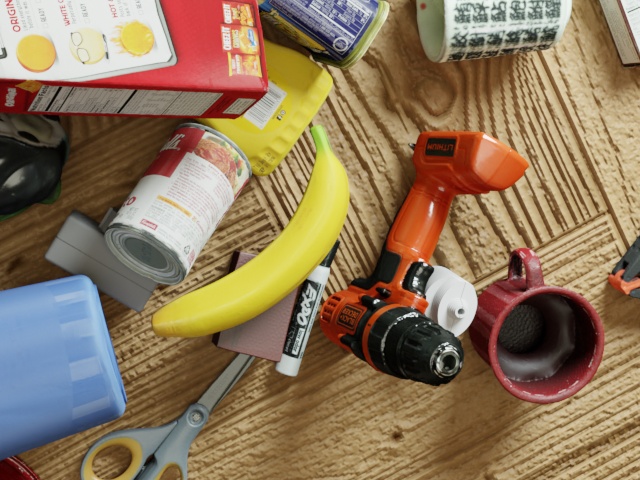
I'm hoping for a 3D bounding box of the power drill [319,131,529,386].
[{"bbox_3d":[0.080,0.011,0.792,0.057,0.185,0.187,31,84,-24],"label":"power drill"}]

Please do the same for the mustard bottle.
[{"bbox_3d":[-0.092,-0.138,0.799,0.191,0.058,0.096,35,95,-12],"label":"mustard bottle"}]

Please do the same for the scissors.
[{"bbox_3d":[-0.121,0.140,0.858,0.096,0.016,0.202,25,89,-7],"label":"scissors"}]

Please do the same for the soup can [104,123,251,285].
[{"bbox_3d":[-0.104,-0.026,0.782,0.068,0.069,0.102,36,61,-12],"label":"soup can"}]

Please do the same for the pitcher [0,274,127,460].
[{"bbox_3d":[-0.266,0.108,0.756,0.242,0.149,0.145,-15,115,-11],"label":"pitcher"}]

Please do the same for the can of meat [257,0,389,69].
[{"bbox_3d":[-0.010,-0.174,0.776,0.083,0.102,0.057,32,93,-23],"label":"can of meat"}]

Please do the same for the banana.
[{"bbox_3d":[-0.039,0.009,0.791,0.070,0.037,0.197,39,83,12],"label":"banana"}]

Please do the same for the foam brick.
[{"bbox_3d":[-0.050,0.050,0.832,0.053,0.051,0.078,15,88,-9],"label":"foam brick"}]

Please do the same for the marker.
[{"bbox_3d":[-0.010,0.050,0.859,0.020,0.020,0.121,17,96,-10],"label":"marker"}]

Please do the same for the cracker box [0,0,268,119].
[{"bbox_3d":[-0.150,-0.166,0.698,0.213,0.072,0.164,-2,77,-26],"label":"cracker box"}]

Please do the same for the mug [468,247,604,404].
[{"bbox_3d":[0.166,0.063,0.854,0.093,0.081,0.117,-11,100,-6],"label":"mug"}]
